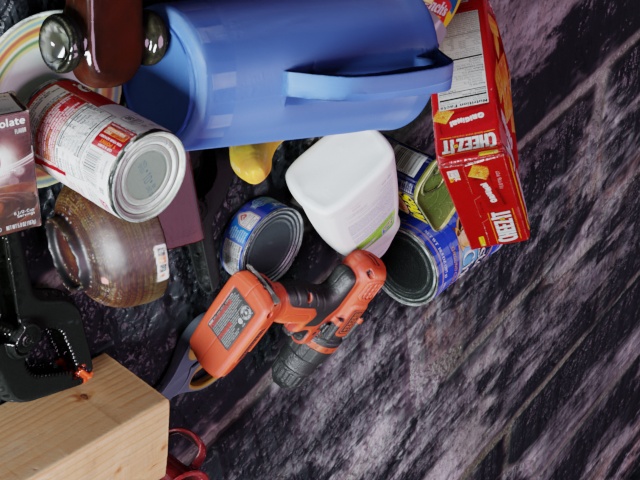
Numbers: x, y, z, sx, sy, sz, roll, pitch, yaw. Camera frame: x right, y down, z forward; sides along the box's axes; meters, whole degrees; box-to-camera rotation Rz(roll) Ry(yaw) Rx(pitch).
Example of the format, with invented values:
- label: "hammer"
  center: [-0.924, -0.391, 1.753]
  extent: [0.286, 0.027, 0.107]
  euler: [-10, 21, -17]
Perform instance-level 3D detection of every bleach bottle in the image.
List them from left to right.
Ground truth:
- label: "bleach bottle"
  center: [0.033, -0.026, 1.078]
  extent: [0.102, 0.068, 0.251]
  euler: [-40, 160, -9]

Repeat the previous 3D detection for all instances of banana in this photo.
- label: "banana"
  center: [-0.037, -0.095, 0.927]
  extent: [0.197, 0.070, 0.037]
  euler: [-44, 126, -53]

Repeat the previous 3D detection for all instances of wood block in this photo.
- label: "wood block"
  center: [-0.229, 0.185, 0.865]
  extent: [0.205, 0.091, 0.090]
  euler: [-27, 135, -43]

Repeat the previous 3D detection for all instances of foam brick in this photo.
- label: "foam brick"
  center: [-0.129, -0.036, 0.837]
  extent: [0.051, 0.053, 0.078]
  euler: [-19, 114, -24]

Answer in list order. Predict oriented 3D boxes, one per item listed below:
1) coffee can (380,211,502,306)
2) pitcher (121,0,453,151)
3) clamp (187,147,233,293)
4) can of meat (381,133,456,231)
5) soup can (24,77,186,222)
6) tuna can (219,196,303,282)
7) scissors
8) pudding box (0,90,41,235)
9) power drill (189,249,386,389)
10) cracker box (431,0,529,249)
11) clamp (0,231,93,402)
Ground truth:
- label: "coffee can"
  center: [0.136, 0.000, 1.242]
  extent: [0.140, 0.103, 0.103]
  euler: [-32, 139, -39]
- label: "pitcher"
  center: [-0.024, -0.137, 0.837]
  extent: [0.242, 0.145, 0.149]
  euler: [-16, 164, -41]
- label: "clamp"
  center: [-0.111, -0.024, 0.918]
  extent: [0.120, 0.039, 0.171]
  euler: [10, 106, -58]
- label: "can of meat"
  center: [0.096, -0.064, 1.147]
  extent: [0.057, 0.084, 0.102]
  euler: [-56, 149, -8]
- label: "soup can"
  center: [-0.149, -0.062, 0.724]
  extent: [0.068, 0.102, 0.068]
  euler: [-35, 140, -36]
- label: "tuna can"
  center: [-0.057, 0.001, 1.025]
  extent: [0.086, 0.034, 0.086]
  euler: [-36, 141, -36]
- label: "scissors"
  center: [-0.151, 0.133, 1.011]
  extent: [0.201, 0.016, 0.096]
  euler: [-29, 135, -43]
- label: "pudding box"
  center: [-0.242, -0.041, 0.686]
  extent: [0.113, 0.039, 0.090]
  euler: [-19, 132, -29]
- label: "power drill"
  center: [-0.038, 0.086, 1.050]
  extent: [0.187, 0.057, 0.185]
  euler: [-3, 134, -53]
- label: "cracker box"
  center: [0.162, -0.124, 1.096]
  extent: [0.164, 0.072, 0.213]
  euler: [57, 27, -55]
- label: "clamp"
  center: [-0.241, 0.076, 0.805]
  extent: [0.164, 0.036, 0.210]
  euler: [-57, 151, -19]
